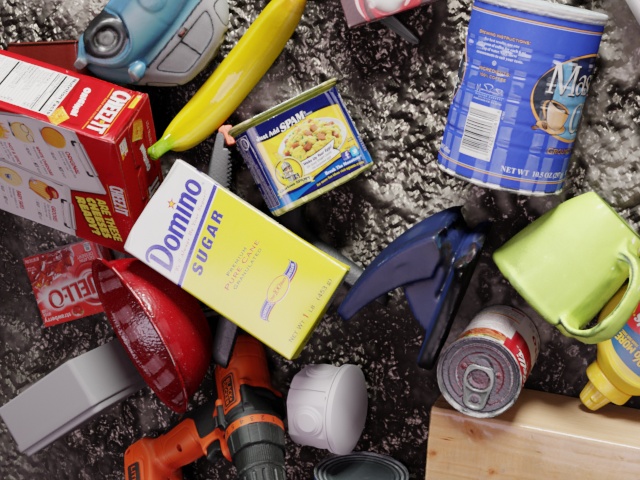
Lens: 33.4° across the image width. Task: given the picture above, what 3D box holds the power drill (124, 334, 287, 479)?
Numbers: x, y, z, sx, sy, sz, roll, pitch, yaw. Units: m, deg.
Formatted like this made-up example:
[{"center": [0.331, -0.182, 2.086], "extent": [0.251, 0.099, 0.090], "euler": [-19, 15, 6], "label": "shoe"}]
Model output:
[{"center": [-0.103, 0.203, 0.982], "extent": [0.057, 0.184, 0.188], "euler": [29, 122, -34], "label": "power drill"}]

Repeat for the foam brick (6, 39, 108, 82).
[{"center": [-0.246, -0.162, 1.003], "extent": [0.078, 0.053, 0.051], "euler": [2, 102, 22], "label": "foam brick"}]

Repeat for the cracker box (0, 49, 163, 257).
[{"center": [-0.252, -0.087, 0.968], "extent": [0.214, 0.072, 0.164], "euler": [18, 146, 13], "label": "cracker box"}]

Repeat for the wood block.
[{"center": [0.199, 0.185, 0.890], "extent": [0.206, 0.090, 0.090], "euler": [8, 105, 19], "label": "wood block"}]

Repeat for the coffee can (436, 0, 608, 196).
[{"center": [0.155, -0.116, 0.832], "extent": [0.103, 0.102, 0.140], "euler": [16, 107, 17], "label": "coffee can"}]

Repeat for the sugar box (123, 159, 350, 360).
[{"center": [-0.072, 0.016, 0.910], "extent": [0.176, 0.048, 0.093], "euler": [32, 91, 7], "label": "sugar box"}]

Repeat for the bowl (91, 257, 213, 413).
[{"center": [-0.145, 0.075, 0.976], "extent": [0.162, 0.055, 0.162], "euler": [45, 153, 31], "label": "bowl"}]

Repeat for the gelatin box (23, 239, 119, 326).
[{"center": [-0.243, 0.040, 1.058], "extent": [0.089, 0.030, 0.073], "euler": [-14, 97, 23], "label": "gelatin box"}]

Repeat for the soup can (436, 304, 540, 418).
[{"center": [0.141, 0.098, 0.885], "extent": [0.069, 0.102, 0.068], "euler": [5, 103, 20], "label": "soup can"}]

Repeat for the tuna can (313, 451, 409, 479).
[{"center": [0.036, 0.224, 0.963], "extent": [0.086, 0.086, 0.034], "euler": [7, 106, 19], "label": "tuna can"}]

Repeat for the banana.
[{"center": [-0.074, -0.143, 0.933], "extent": [0.037, 0.069, 0.198], "euler": [40, 102, -9], "label": "banana"}]

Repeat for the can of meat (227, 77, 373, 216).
[{"center": [-0.015, -0.079, 0.915], "extent": [0.102, 0.057, 0.084], "euler": [-27, 94, -9], "label": "can of meat"}]

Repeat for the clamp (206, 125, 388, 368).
[{"center": [-0.056, 0.001, 0.952], "extent": [0.164, 0.036, 0.210], "euler": [-28, 87, -4], "label": "clamp"}]
